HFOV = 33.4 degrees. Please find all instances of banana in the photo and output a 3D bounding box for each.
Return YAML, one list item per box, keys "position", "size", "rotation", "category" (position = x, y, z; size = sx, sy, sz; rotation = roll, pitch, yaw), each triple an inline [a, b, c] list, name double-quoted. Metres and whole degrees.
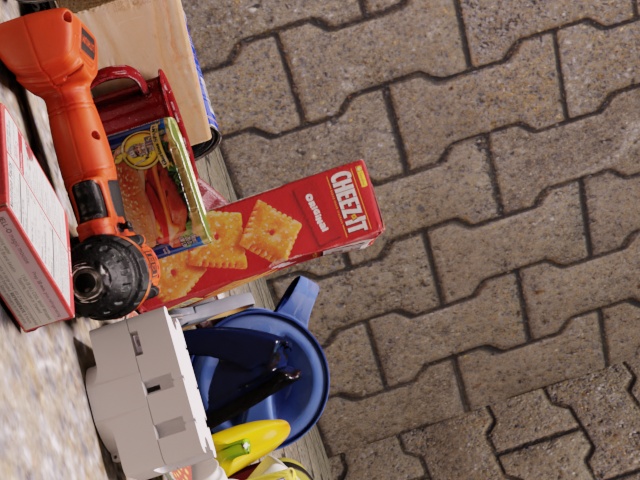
- position: [-0.072, 0.178, 0.894]
  size: [0.197, 0.069, 0.037]
  rotation: [27, 52, -82]
  category: "banana"

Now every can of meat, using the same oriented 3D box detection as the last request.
- position: [-0.132, -0.032, 0.777]
  size: [0.057, 0.084, 0.102]
  rotation: [-119, -169, -88]
  category: "can of meat"

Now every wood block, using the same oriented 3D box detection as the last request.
- position: [-0.157, -0.163, 0.888]
  size: [0.206, 0.090, 0.091]
  rotation: [86, -17, -62]
  category: "wood block"

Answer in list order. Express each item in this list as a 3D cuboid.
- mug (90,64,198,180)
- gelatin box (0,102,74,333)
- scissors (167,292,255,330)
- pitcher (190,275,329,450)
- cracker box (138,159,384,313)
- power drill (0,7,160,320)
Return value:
- position: [-0.152, -0.087, 0.837]
  size: [0.117, 0.081, 0.093]
  rotation: [73, -1, -50]
  category: "mug"
- position: [-0.150, -0.011, 0.519]
  size: [0.089, 0.030, 0.073]
  rotation: [73, 0, -49]
  category: "gelatin box"
- position: [-0.129, 0.069, 0.890]
  size: [0.201, 0.096, 0.016]
  rotation: [-10, 79, -60]
  category: "scissors"
- position: [-0.061, 0.121, 1.106]
  size: [0.243, 0.149, 0.145]
  rotation: [-170, -118, -85]
  category: "pitcher"
- position: [-0.056, 0.001, 0.943]
  size: [0.164, 0.213, 0.072]
  rotation: [90, -18, -88]
  category: "cracker box"
- position: [-0.149, -0.042, 0.658]
  size: [0.184, 0.057, 0.187]
  rotation: [173, -98, -85]
  category: "power drill"
